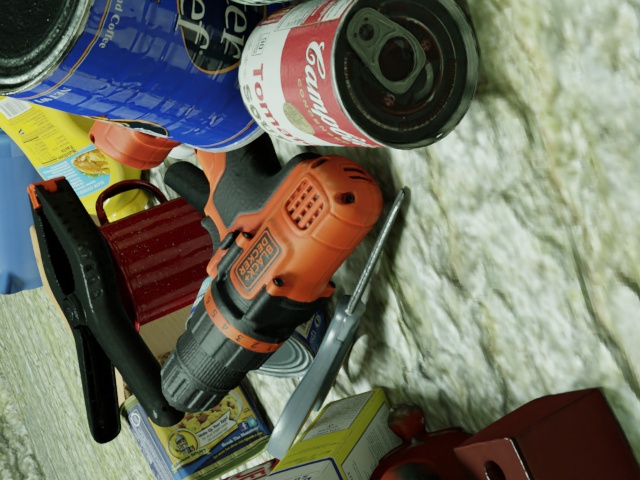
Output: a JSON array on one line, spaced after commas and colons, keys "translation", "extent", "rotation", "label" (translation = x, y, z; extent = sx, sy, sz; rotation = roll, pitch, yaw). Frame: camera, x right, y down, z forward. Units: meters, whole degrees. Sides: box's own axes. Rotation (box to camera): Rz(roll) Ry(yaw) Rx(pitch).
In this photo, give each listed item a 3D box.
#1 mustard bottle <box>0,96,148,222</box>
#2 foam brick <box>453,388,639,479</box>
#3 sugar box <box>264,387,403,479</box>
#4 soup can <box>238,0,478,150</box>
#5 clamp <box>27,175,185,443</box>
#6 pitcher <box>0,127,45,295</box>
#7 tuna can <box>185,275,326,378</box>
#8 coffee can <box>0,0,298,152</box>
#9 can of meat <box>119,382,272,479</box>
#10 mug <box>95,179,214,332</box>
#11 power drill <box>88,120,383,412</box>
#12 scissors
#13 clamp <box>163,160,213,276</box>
[{"translation": [-0.206, -0.080, 0.900], "extent": [0.096, 0.058, 0.191], "rotation": [-17, 120, 37], "label": "mustard bottle"}, {"translation": [0.104, 0.110, 0.459], "extent": [0.078, 0.051, 0.053], "rotation": [65, 156, 6], "label": "foam brick"}, {"translation": [0.011, 0.153, 0.574], "extent": [0.093, 0.048, 0.176], "rotation": [69, -158, -4], "label": "sugar box"}, {"translation": [0.013, -0.075, 0.469], "extent": [0.102, 0.068, 0.068], "rotation": [12, 122, 63], "label": "soup can"}, {"translation": [-0.163, 0.052, 0.785], "extent": [0.165, 0.036, 0.210], "rotation": [-14, 94, 58], "label": "clamp"}, {"translation": [-0.345, -0.072, 1.182], "extent": [0.149, 0.144, 0.243], "rotation": [42, 144, 24], "label": "pitcher"}, {"translation": [-0.040, 0.053, 0.679], "extent": [0.086, 0.033, 0.086], "rotation": [15, 151, 8], "label": "tuna can"}, {"translation": [-0.090, -0.105, 0.516], "extent": [0.103, 0.140, 0.103], "rotation": [-6, 80, 36], "label": "coffee can"}, {"translation": [-0.100, 0.152, 0.872], "extent": [0.084, 0.102, 0.057], "rotation": [58, 154, 16], "label": "can of meat"}, {"translation": [-0.131, 0.006, 0.829], "extent": [0.117, 0.081, 0.093], "rotation": [62, 156, 12], "label": "mug"}, {"translation": [-0.064, -0.018, 0.616], "extent": [0.185, 0.057, 0.188], "rotation": [-50, 59, 26], "label": "power drill"}, {"translation": [0.005, 0.059, 0.593], "extent": [0.016, 0.096, 0.202], "rotation": [28, 149, 8], "label": "scissors"}, {"translation": [-0.055, 0.001, 0.703], "extent": [0.172, 0.039, 0.120], "rotation": [-2, 106, 63], "label": "clamp"}]
